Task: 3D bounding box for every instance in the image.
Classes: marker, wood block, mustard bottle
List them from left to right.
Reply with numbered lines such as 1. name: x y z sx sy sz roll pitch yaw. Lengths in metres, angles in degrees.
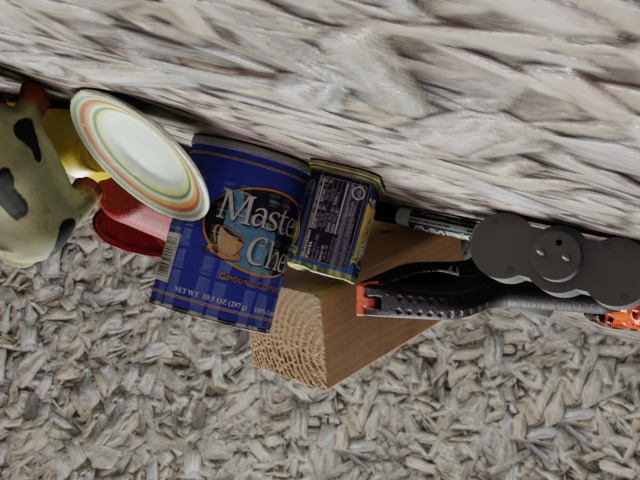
1. mustard bottle: -0.225 -0.086 0.917 0.192 0.058 0.096 12 171 45
2. wood block: 0.036 0.049 0.981 0.091 0.090 0.205 13 -154 40
3. marker: 0.100 -0.016 0.966 0.121 0.020 0.020 13 177 29

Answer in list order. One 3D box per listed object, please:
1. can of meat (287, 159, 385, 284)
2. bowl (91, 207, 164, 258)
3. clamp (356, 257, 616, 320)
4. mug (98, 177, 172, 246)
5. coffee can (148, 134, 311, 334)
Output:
1. can of meat: 0.012 -0.012 0.850 0.057 0.084 0.102 14 177 8
2. bowl: -0.172 -0.040 1.191 0.162 0.055 0.162 6 -155 -3
3. clamp: 0.132 0.039 0.889 0.209 0.036 0.165 -8 -163 -27
4. mug: -0.144 -0.043 0.988 0.117 0.093 0.081 25 180 40
5. coffee can: -0.072 -0.004 0.869 0.103 0.140 0.103 15 177 1
